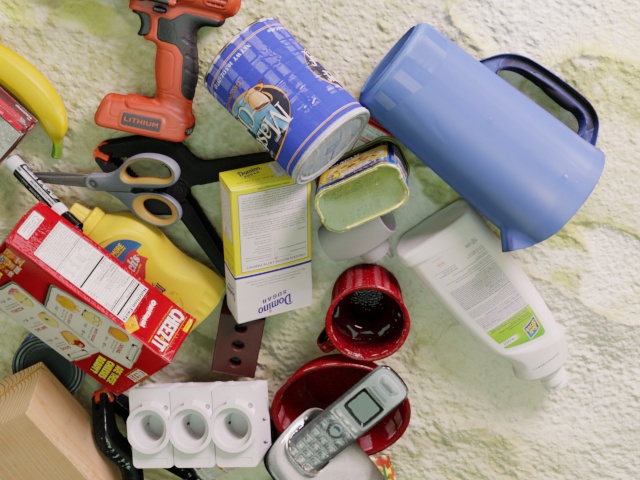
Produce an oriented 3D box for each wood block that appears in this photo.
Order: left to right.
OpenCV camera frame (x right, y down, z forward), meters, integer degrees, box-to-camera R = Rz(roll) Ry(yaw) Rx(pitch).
[{"bbox_3d":[-0.308,0.254,1.253,0.091,0.090,0.206,-25,121,16],"label":"wood block"}]

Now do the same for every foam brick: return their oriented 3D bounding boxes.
[{"bbox_3d":[-0.093,0.111,1.234,0.053,0.051,0.078,10,111,-2],"label":"foam brick"}]

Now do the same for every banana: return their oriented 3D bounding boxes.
[{"bbox_3d":[-0.340,-0.171,1.142,0.197,0.037,0.070,43,106,-13],"label":"banana"}]

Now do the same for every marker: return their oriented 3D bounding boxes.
[{"bbox_3d":[-0.301,-0.048,1.169,0.121,0.020,0.020,44,109,16],"label":"marker"}]

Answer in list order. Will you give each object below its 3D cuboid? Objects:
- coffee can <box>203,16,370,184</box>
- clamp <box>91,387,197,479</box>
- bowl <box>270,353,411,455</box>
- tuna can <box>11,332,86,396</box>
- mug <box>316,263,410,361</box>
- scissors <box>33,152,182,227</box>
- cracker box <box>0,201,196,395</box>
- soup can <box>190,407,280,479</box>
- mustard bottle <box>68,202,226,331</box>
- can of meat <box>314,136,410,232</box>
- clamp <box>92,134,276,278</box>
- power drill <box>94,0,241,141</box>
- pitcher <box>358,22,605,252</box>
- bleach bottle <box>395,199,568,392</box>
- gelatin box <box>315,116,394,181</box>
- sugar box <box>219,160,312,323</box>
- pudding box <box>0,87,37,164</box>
[{"bbox_3d":[-0.034,-0.141,1.082,0.140,0.102,0.103,46,107,10],"label":"coffee can"},{"bbox_3d":[-0.223,0.256,1.267,0.039,0.120,0.171,-29,104,32],"label":"clamp"},{"bbox_3d":[0.024,0.183,1.243,0.162,0.055,0.162,1,128,1],"label":"bowl"},{"bbox_3d":[-0.319,0.146,1.266,0.086,0.033,0.086,1,111,2],"label":"tuna can"},{"bbox_3d":[0.044,0.084,1.202,0.117,0.081,0.093,-41,105,15],"label":"mug"},{"bbox_3d":[-0.232,-0.049,1.169,0.202,0.016,0.096,-9,118,29],"label":"scissors"},{"bbox_3d":[-0.263,0.067,1.174,0.213,0.072,0.164,39,146,-13],"label":"cracker box"},{"bbox_3d":[-0.105,0.239,1.276,0.102,0.068,0.068,-27,108,12],"label":"soup can"},{"bbox_3d":[-0.205,0.024,1.199,0.191,0.058,0.096,40,126,-11],"label":"mustard bottle"},{"bbox_3d":[0.043,-0.057,1.112,0.102,0.084,0.057,-24,108,12],"label":"can of meat"},{"bbox_3d":[-0.144,-0.067,1.174,0.210,0.036,0.165,30,111,-6],"label":"clamp"},{"bbox_3d":[-0.185,-0.206,1.111,0.184,0.057,0.188,13,111,-3],"label":"power drill"},{"bbox_3d":[0.168,-0.119,1.104,0.242,0.149,0.145,38,123,-9],"label":"pitcher"},{"bbox_3d":[0.196,0.078,1.206,0.103,0.068,0.250,-34,109,14],"label":"bleach bottle"},{"bbox_3d":[0.029,-0.098,1.160,0.073,0.030,0.089,28,110,-7],"label":"gelatin box"},{"bbox_3d":[-0.058,0.001,1.160,0.093,0.048,0.176,-13,129,-19],"label":"sugar box"},{"bbox_3d":[-0.371,-0.121,1.145,0.090,0.039,0.114,43,125,-12],"label":"pudding box"}]
